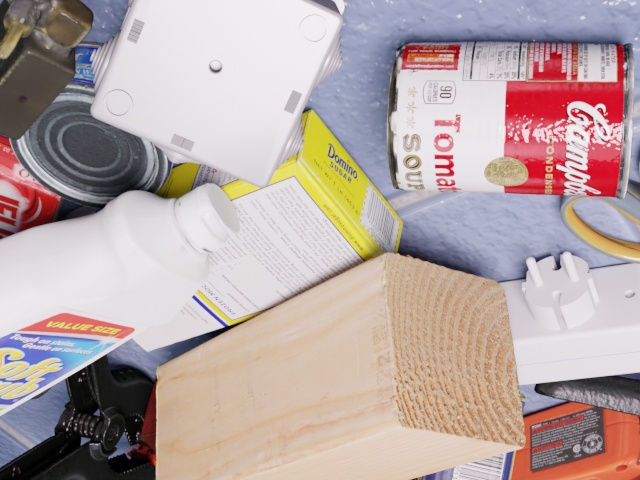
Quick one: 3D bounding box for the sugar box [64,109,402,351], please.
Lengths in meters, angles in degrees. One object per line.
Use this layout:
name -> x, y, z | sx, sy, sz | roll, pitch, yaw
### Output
sugar box -> -0.054, 0.000, 0.583 | 0.177, 0.048, 0.093 | -17, 130, 32

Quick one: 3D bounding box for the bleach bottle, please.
bleach bottle -> -0.157, 0.038, 0.534 | 0.251, 0.068, 0.102 | -28, 147, 15

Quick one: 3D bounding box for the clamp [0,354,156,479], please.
clamp -> -0.145, 0.108, 0.676 | 0.036, 0.164, 0.209 | 13, 169, 23

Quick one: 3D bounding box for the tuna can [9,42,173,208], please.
tuna can -> -0.114, -0.056, 0.545 | 0.086, 0.033, 0.086 | 7, 137, 6

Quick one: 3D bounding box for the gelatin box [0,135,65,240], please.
gelatin box -> -0.185, -0.020, 0.603 | 0.073, 0.030, 0.089 | 23, 136, -11

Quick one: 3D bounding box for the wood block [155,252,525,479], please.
wood block -> 0.001, 0.088, 0.591 | 0.090, 0.090, 0.207 | 15, 150, -37

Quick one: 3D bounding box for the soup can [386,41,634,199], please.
soup can -> 0.085, -0.054, 0.476 | 0.102, 0.068, 0.068 | 3, 136, 12
